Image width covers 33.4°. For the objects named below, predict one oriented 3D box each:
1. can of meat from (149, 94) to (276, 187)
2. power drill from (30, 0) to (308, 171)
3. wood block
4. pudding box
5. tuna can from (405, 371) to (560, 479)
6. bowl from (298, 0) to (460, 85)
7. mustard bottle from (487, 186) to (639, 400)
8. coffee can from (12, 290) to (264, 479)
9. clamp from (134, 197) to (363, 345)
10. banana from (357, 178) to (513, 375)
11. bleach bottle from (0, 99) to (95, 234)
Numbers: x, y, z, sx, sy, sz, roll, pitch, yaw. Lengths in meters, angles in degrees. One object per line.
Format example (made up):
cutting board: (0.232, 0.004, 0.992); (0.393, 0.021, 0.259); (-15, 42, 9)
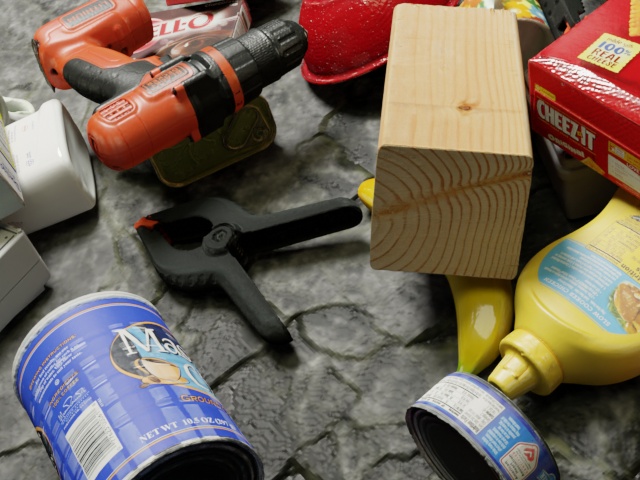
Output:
can of meat: (-0.097, -0.101, 0.861); (0.102, 0.057, 0.084); (-26, 43, -5)
power drill: (-0.125, -0.140, 0.825); (0.184, 0.057, 0.188); (-32, 41, -21)
wood block: (0.085, -0.074, 0.706); (0.091, 0.090, 0.206); (5, 35, 5)
pudding box: (-0.121, -0.169, 0.944); (0.113, 0.039, 0.090); (-5, 46, 14)
tuna can: (0.087, 0.113, 0.573); (0.033, 0.086, 0.086); (-37, 47, -19)
bowl: (0.038, -0.199, 0.867); (0.162, 0.055, 0.162); (-28, 30, 17)
mustard bottle: (0.175, 0.031, 0.638); (0.191, 0.058, 0.096); (-37, 53, -16)
coffee can: (-0.111, 0.111, 0.631); (0.102, 0.103, 0.140); (-32, 46, -12)
clamp: (-0.055, 0.001, 0.761); (0.172, 0.039, 0.120); (22, 57, 34)
banana: (0.081, 0.013, 0.703); (0.069, 0.037, 0.198); (-18, 45, -1)
bleach bottle: (-0.309, -0.023, 0.857); (0.251, 0.068, 0.102); (-22, 43, 1)
